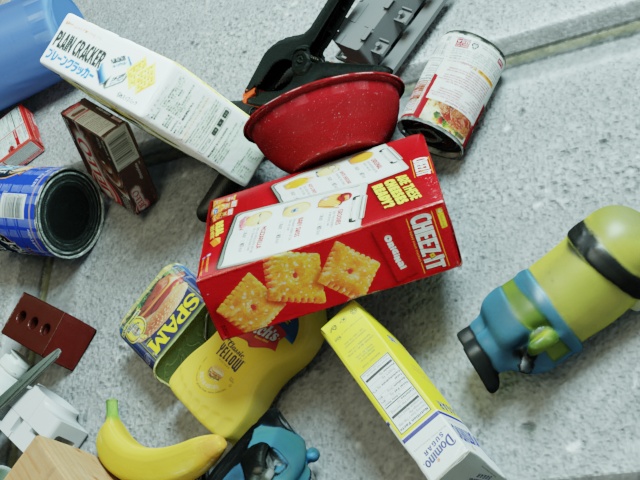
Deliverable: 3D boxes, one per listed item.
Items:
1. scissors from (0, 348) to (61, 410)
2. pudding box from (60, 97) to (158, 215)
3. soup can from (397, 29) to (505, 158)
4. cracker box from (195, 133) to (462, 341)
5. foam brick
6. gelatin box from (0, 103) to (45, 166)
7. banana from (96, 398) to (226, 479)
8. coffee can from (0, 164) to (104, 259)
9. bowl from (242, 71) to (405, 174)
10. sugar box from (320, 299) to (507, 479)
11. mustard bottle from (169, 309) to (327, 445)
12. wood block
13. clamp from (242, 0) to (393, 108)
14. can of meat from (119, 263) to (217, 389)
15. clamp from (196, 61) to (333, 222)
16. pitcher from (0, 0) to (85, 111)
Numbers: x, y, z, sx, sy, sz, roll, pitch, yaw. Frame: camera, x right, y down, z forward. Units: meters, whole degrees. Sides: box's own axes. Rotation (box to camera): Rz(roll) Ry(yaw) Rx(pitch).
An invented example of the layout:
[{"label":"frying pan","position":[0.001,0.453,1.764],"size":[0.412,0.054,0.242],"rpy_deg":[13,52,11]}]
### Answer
[{"label":"scissors","position":[-0.337,0.191,1.067],"size":[0.202,0.016,0.096],"rpy_deg":[-32,40,8]},{"label":"pudding box","position":[-0.232,-0.092,1.177],"size":[0.039,0.113,0.090],"rpy_deg":[-38,45,-25]},{"label":"soup can","position":[0.124,-0.138,1.007],"size":[0.069,0.068,0.102],"rpy_deg":[18,74,38]},{"label":"cracker box","position":[0.006,-0.006,0.938],"size":[0.214,0.072,0.164],"rpy_deg":[-17,25,7]},{"label":"foam brick","position":[-0.292,0.098,1.146],"size":[0.078,0.051,0.053],"rpy_deg":[18,75,38]},{"label":"gelatin box","position":[-0.396,-0.119,1.350],"size":[0.089,0.030,0.073],"rpy_deg":[-36,50,8]},{"label":"banana","position":[-0.159,0.197,0.997],"size":[0.198,0.037,0.069],"rpy_deg":[6,87,47]},{"label":"coffee can","position":[-0.332,-0.035,1.214],"size":[0.141,0.102,0.102],"rpy_deg":[5,67,34]},{"label":"bowl","position":[0.010,-0.100,1.016],"size":[0.162,0.162,0.055],"rpy_deg":[-21,77,21]},{"label":"sugar box","position":[0.075,0.133,0.868],"size":[0.048,0.093,0.176],"rpy_deg":[-44,51,3]},{"label":"mustard bottle","position":[-0.050,0.090,0.993],"size":[0.191,0.058,0.096],"rpy_deg":[-50,51,-2]},{"label":"wood block","position":[-0.207,0.275,0.952],"size":[0.091,0.090,0.206],"rpy_deg":[-54,45,0]},{"label":"clamp","position":[-0.009,-0.189,1.071],"size":[0.172,0.039,0.120],"rpy_deg":[-17,67,30]},{"label":"can of meat","position":[-0.142,0.083,1.058],"size":[0.102,0.057,0.084],"rpy_deg":[-51,47,-3]},{"label":"clamp","position":[-0.068,-0.133,1.147],"size":[0.210,0.036,0.165],"rpy_deg":[-36,51,15]},{"label":"pitcher","position":[-0.414,-0.231,1.361],"size":[0.243,0.145,0.149],"rpy_deg":[-20,59,16]}]
